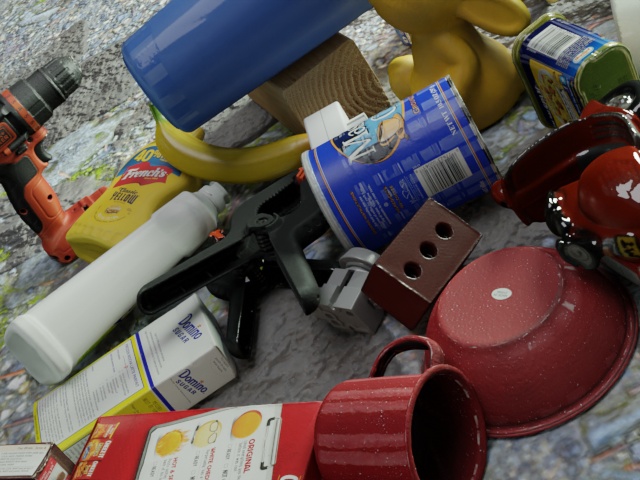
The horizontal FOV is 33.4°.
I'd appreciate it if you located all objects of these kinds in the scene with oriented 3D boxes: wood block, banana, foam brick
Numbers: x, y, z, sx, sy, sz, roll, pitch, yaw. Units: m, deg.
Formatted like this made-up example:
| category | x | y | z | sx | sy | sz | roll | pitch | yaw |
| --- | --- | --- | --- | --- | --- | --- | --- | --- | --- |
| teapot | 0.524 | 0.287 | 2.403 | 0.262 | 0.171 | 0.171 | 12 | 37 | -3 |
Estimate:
| category | x | y | z | sx | sy | sz | roll | pitch | yaw |
| --- | --- | --- | --- | --- | --- | --- | --- | --- | --- |
| wood block | -0.025 | -0.179 | 1.132 | 0.091 | 0.090 | 0.206 | -39 | 34 | -5 |
| banana | -0.093 | -0.090 | 1.078 | 0.198 | 0.070 | 0.037 | 13 | 29 | 20 |
| foam brick | 0.076 | 0.018 | 0.817 | 0.053 | 0.051 | 0.078 | 36 | 63 | 8 |

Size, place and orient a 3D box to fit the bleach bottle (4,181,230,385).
| category | x | y | z | sx | sy | sz | roll | pitch | yaw |
| --- | --- | --- | --- | --- | --- | --- | --- | --- | --- |
| bleach bottle | -0.178 | 0.028 | 0.999 | 0.250 | 0.068 | 0.103 | -44 | 5 | -26 |

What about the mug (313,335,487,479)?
| category | x | y | z | sx | sy | sz | roll | pitch | yaw |
| --- | --- | --- | --- | --- | --- | --- | --- | --- | --- |
| mug | 0.051 | 0.118 | 0.699 | 0.082 | 0.093 | 0.117 | -10 | 63 | 39 |

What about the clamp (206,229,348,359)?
| category | x | y | z | sx | sy | sz | roll | pitch | yaw |
| --- | --- | --- | --- | --- | --- | --- | --- | --- | --- |
| clamp | -0.048 | 0.028 | 0.946 | 0.120 | 0.039 | 0.172 | -26 | 36 | -7 |

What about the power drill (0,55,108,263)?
| category | x | y | z | sx | sy | sz | roll | pitch | yaw |
| --- | --- | --- | --- | --- | --- | --- | --- | --- | --- |
| power drill | -0.290 | -0.082 | 1.150 | 0.184 | 0.187 | 0.057 | -41 | 33 | -6 |

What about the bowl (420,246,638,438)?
| category | x | y | z | sx | sy | sz | roll | pitch | yaw |
| --- | --- | --- | --- | --- | --- | --- | --- | --- | --- |
| bowl | 0.134 | 0.056 | 0.742 | 0.162 | 0.055 | 0.162 | -22 | 36 | 17 |

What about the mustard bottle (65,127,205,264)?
| category | x | y | z | sx | sy | sz | roll | pitch | yaw |
| --- | --- | --- | --- | --- | --- | --- | --- | --- | --- |
| mustard bottle | -0.179 | -0.053 | 1.134 | 0.096 | 0.058 | 0.191 | 10 | 53 | 33 |

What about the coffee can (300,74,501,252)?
| category | x | y | z | sx | sy | sz | roll | pitch | yaw |
| --- | --- | --- | --- | --- | --- | --- | --- | --- | --- |
| coffee can | 0.069 | -0.061 | 0.896 | 0.140 | 0.102 | 0.103 | -28 | 35 | 10 |

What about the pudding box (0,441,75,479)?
| category | x | y | z | sx | sy | sz | roll | pitch | yaw |
| --- | --- | --- | --- | --- | --- | --- | --- | --- | --- |
| pudding box | -0.232 | 0.200 | 0.842 | 0.114 | 0.090 | 0.039 | -11 | 40 | 30 |

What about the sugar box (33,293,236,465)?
| category | x | y | z | sx | sy | sz | roll | pitch | yaw |
| --- | --- | --- | --- | --- | --- | --- | --- | --- | --- |
| sugar box | -0.160 | 0.128 | 0.911 | 0.176 | 0.048 | 0.093 | -31 | 32 | 0 |

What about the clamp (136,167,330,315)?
| category | x | y | z | sx | sy | sz | roll | pitch | yaw |
| --- | --- | --- | --- | --- | --- | --- | --- | --- | --- |
| clamp | -0.056 | 0.001 | 0.919 | 0.165 | 0.036 | 0.209 | -5 | 31 | 20 |

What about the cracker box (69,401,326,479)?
| category | x | y | z | sx | sy | sz | roll | pitch | yaw |
| --- | --- | --- | --- | --- | --- | --- | --- | --- | --- |
| cracker box | -0.092 | 0.202 | 0.741 | 0.214 | 0.072 | 0.164 | -9 | 42 | 31 |

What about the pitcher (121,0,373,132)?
| category | x | y | z | sx | sy | sz | roll | pitch | yaw |
| --- | --- | --- | --- | --- | --- | --- | --- | --- | --- |
| pitcher | -0.069 | -0.219 | 1.031 | 0.243 | 0.149 | 0.145 | -37 | 76 | 5 |

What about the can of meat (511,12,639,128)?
| category | x | y | z | sx | sy | sz | roll | pitch | yaw |
| --- | --- | --- | --- | --- | --- | --- | --- | --- | --- |
| can of meat | 0.211 | -0.124 | 0.856 | 0.057 | 0.102 | 0.084 | -38 | 36 | -5 |
